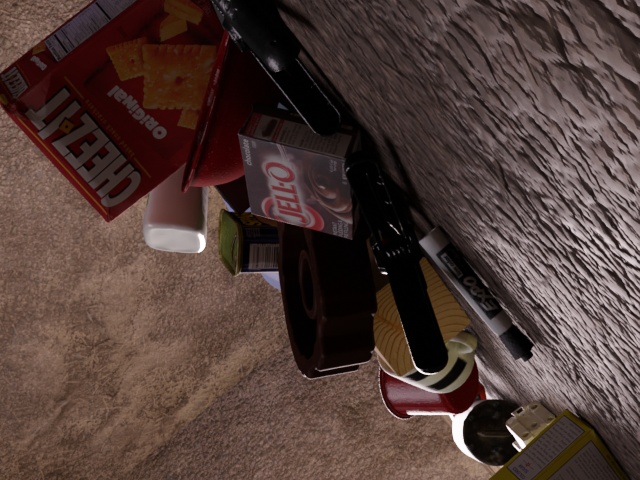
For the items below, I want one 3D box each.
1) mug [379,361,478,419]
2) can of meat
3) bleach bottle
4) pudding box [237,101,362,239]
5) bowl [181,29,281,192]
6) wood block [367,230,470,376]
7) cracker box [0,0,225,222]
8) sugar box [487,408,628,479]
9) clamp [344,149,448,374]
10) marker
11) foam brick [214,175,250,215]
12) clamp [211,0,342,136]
[{"bbox_3d":[0.135,0.159,1.227,0.082,0.093,0.117,-8,166,41],"label":"mug"},{"bbox_3d":[-0.057,0.001,1.119,0.102,0.083,0.057,-141,53,-70],"label":"can of meat"},{"bbox_3d":[-0.147,-0.120,1.174,0.103,0.068,0.251,109,166,-73],"label":"bleach bottle"},{"bbox_3d":[-0.013,-0.053,0.840,0.090,0.039,0.113,14,148,11],"label":"pudding box"},{"bbox_3d":[-0.070,-0.111,0.899,0.055,0.162,0.162,16,-176,-11],"label":"bowl"},{"bbox_3d":[0.057,0.045,1.097,0.090,0.090,0.206,53,177,-23],"label":"wood block"},{"bbox_3d":[-0.168,-0.143,0.994,0.164,0.213,0.072,53,176,-40],"label":"cracker box"},{"bbox_3d":[0.165,0.229,0.863,0.093,0.176,0.048,52,177,-25],"label":"sugar box"},{"bbox_3d":[0.062,0.016,0.828,0.210,0.036,0.164,3,-112,-84],"label":"clamp"},{"bbox_3d":[0.119,0.042,0.804,0.121,0.020,0.020,51,177,0],"label":"marker"},{"bbox_3d":[-0.091,-0.074,1.096,0.078,0.051,0.053,52,176,-19],"label":"foam brick"},{"bbox_3d":[-0.049,-0.154,0.754,0.171,0.039,0.120,50,175,17],"label":"clamp"}]
